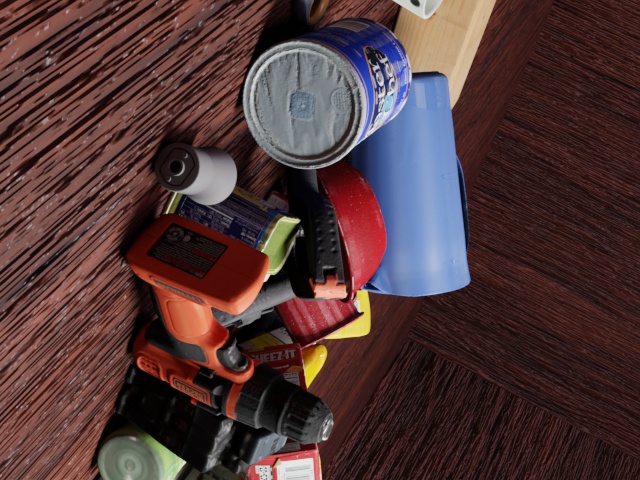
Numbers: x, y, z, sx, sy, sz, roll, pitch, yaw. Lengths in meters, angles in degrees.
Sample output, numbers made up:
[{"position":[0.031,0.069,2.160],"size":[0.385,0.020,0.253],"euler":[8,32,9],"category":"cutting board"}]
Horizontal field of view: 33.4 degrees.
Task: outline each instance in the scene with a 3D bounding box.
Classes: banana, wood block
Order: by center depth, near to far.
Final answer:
[{"position":[-0.036,0.191,1.240],"size":[0.070,0.037,0.198],"euler":[49,-55,52],"category":"banana"},{"position":[0.139,-0.244,1.263],"size":[0.090,0.091,0.206],"euler":[-53,166,-42],"category":"wood block"}]

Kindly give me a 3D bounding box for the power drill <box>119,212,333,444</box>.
[{"position":[-0.074,0.075,0.828],"size":[0.057,0.185,0.188],"euler":[-55,158,-36],"category":"power drill"}]

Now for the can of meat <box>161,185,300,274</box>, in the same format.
[{"position":[-0.068,-0.014,0.852],"size":[0.057,0.084,0.102],"euler":[-64,170,4],"category":"can of meat"}]

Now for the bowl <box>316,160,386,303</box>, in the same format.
[{"position":[0.022,-0.021,1.068],"size":[0.055,0.162,0.162],"euler":[-20,156,-13],"category":"bowl"}]

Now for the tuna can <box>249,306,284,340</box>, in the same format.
[{"position":[-0.063,0.124,1.363],"size":[0.086,0.034,0.086],"euler":[-59,169,-19],"category":"tuna can"}]

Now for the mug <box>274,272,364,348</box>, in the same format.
[{"position":[-0.002,0.064,1.209],"size":[0.117,0.081,0.093],"euler":[-28,180,-43],"category":"mug"}]

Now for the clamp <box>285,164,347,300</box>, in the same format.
[{"position":[-0.014,-0.021,0.935],"size":[0.210,0.036,0.165],"euler":[-120,-146,-62],"category":"clamp"}]

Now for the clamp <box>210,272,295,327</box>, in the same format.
[{"position":[-0.076,0.064,1.030],"size":[0.171,0.039,0.120],"euler":[-17,167,-35],"category":"clamp"}]

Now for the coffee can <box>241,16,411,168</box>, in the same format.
[{"position":[0.009,-0.127,0.891],"size":[0.103,0.103,0.140],"euler":[-68,169,25],"category":"coffee can"}]

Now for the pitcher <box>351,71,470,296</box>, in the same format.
[{"position":[0.101,-0.065,1.195],"size":[0.149,0.145,0.243],"euler":[-98,-176,-81],"category":"pitcher"}]

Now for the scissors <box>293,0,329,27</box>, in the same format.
[{"position":[-0.020,-0.191,0.828],"size":[0.201,0.016,0.096],"euler":[-50,164,-50],"category":"scissors"}]

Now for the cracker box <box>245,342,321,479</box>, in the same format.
[{"position":[-0.041,0.229,1.098],"size":[0.214,0.072,0.164],"euler":[-105,-170,-67],"category":"cracker box"}]
